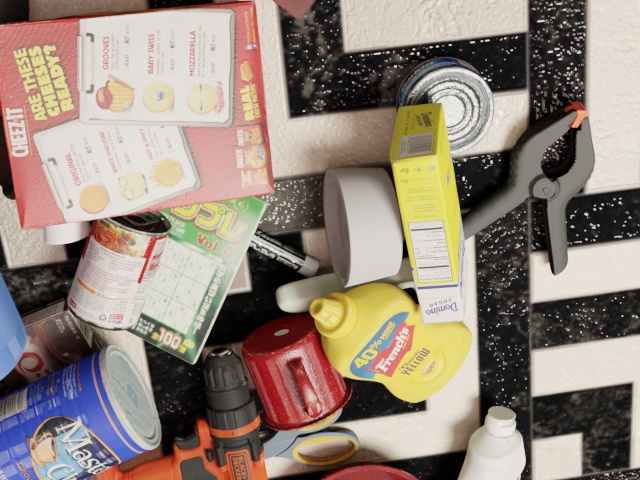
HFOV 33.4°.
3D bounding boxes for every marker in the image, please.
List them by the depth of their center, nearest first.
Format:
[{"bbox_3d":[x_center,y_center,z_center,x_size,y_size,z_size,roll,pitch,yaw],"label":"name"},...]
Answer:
[{"bbox_3d":[-0.057,0.001,1.007,0.121,0.020,0.020,28,107,-17],"label":"marker"}]

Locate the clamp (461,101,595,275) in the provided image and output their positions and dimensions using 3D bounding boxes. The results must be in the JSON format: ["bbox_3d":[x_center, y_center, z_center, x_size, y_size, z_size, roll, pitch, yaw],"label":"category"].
[{"bbox_3d":[0.197,-0.051,1.005,0.120,0.039,0.171,8,113,-13],"label":"clamp"}]

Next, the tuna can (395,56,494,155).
[{"bbox_3d":[0.113,-0.121,0.966,0.086,0.034,0.086,-2,114,-6],"label":"tuna can"}]

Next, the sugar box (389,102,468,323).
[{"bbox_3d":[0.100,-0.022,0.944,0.048,0.093,0.176,-7,125,16],"label":"sugar box"}]

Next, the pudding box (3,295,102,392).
[{"bbox_3d":[-0.255,0.119,1.023,0.090,0.039,0.113,-22,115,3],"label":"pudding box"}]

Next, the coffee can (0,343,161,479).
[{"bbox_3d":[-0.231,0.170,0.971,0.140,0.103,0.103,-26,114,5],"label":"coffee can"}]

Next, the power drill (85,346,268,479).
[{"bbox_3d":[-0.150,0.201,1.054,0.187,0.057,0.184,-9,108,2],"label":"power drill"}]

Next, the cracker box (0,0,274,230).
[{"bbox_3d":[-0.154,-0.108,0.888,0.213,0.072,0.164,-9,104,-14],"label":"cracker box"}]

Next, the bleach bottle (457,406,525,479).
[{"bbox_3d":[0.166,0.293,1.121,0.068,0.102,0.251,21,116,33],"label":"bleach bottle"}]

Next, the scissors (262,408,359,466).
[{"bbox_3d":[-0.059,0.200,1.095,0.201,0.016,0.096,-1,112,-6],"label":"scissors"}]

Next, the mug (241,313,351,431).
[{"bbox_3d":[-0.023,0.127,1.015,0.093,0.117,0.081,-22,109,-5],"label":"mug"}]

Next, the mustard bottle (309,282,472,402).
[{"bbox_3d":[0.057,0.089,0.998,0.191,0.058,0.096,28,109,-44],"label":"mustard bottle"}]

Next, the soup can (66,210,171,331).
[{"bbox_3d":[-0.182,0.022,0.959,0.068,0.068,0.102,17,110,-14],"label":"soup can"}]
